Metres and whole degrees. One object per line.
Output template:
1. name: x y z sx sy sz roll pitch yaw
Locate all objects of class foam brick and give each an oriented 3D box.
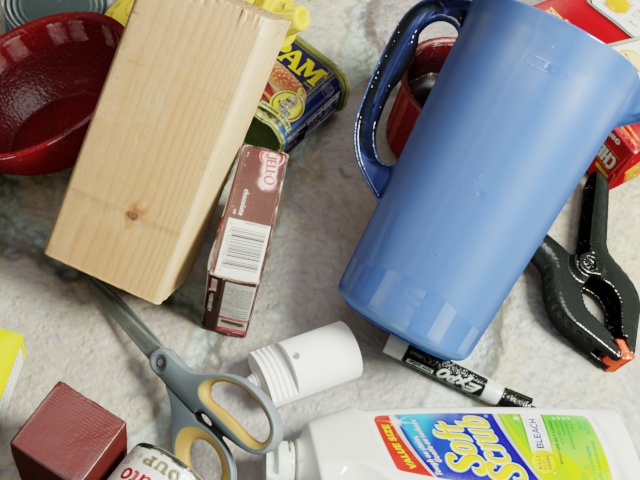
1. foam brick: -0.160 0.135 0.686 0.053 0.078 0.051 31 61 7

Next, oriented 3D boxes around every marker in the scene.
1. marker: 0.104 0.101 0.792 0.121 0.020 0.020 26 59 4

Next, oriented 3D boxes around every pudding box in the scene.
1. pudding box: -0.055 0.001 0.778 0.039 0.090 0.113 14 59 -1

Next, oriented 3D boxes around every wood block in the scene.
1. wood block: -0.105 -0.074 0.741 0.091 0.090 0.206 24 103 2

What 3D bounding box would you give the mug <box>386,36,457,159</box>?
1. mug: 0.103 -0.115 0.881 0.093 0.082 0.117 15 59 -3

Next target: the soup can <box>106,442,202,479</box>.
1. soup can: -0.122 0.187 0.670 0.068 0.069 0.102 34 59 9

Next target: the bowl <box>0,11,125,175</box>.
1. bowl: -0.207 -0.101 0.805 0.162 0.055 0.162 -11 47 12

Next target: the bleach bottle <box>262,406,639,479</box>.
1. bleach bottle: 0.087 0.161 0.724 0.250 0.068 0.102 2 41 -8

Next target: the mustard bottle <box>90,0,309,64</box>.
1. mustard bottle: -0.086 -0.166 0.826 0.192 0.058 0.096 6 45 39

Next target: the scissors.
1. scissors: -0.109 0.106 0.742 0.202 0.016 0.096 25 99 32

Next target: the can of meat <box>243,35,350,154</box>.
1. can of meat: -0.042 -0.123 0.872 0.102 0.057 0.083 39 64 13

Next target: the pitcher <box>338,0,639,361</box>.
1. pitcher: 0.104 -0.047 0.762 0.144 0.149 0.243 26 95 -38

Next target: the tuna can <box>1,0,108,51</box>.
1. tuna can: -0.220 -0.188 0.887 0.086 0.034 0.086 5 60 -8

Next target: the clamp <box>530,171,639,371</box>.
1. clamp: 0.194 0.021 0.845 0.120 0.039 0.171 -5 62 -12
